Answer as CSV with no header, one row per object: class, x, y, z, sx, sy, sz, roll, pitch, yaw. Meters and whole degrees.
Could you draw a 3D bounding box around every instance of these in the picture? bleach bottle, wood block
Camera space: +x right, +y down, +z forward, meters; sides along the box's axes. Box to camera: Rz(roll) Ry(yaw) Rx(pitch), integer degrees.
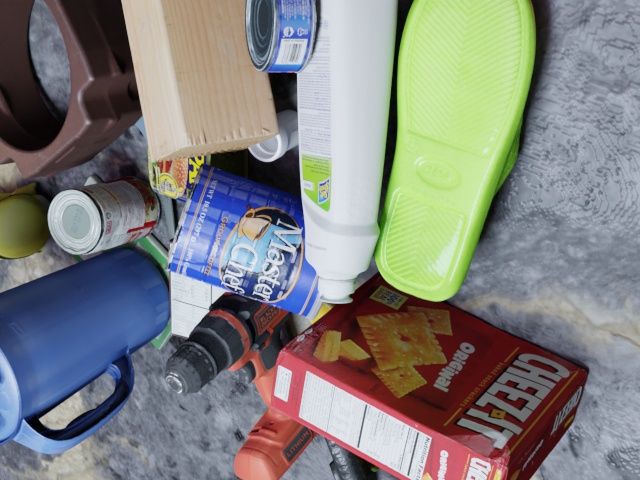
bleach bottle,0.015,-0.076,0.872,0.103,0.068,0.251,-157,68,-66
wood block,-0.109,-0.179,0.911,0.090,0.090,0.206,-11,90,63

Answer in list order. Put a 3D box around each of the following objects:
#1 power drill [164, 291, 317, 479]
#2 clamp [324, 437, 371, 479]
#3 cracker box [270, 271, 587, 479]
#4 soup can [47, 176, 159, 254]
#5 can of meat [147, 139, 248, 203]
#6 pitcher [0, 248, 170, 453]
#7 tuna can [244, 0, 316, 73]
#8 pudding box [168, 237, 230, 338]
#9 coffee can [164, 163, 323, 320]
power drill,-0.067,0.139,1.022,0.057,0.184,0.187,8,124,34
clamp,0.032,0.230,1.038,0.171,0.039,0.120,66,171,-6
cracker box,0.091,0.123,0.899,0.214,0.163,0.072,25,125,26
soup can,-0.220,-0.026,1.090,0.069,0.102,0.068,5,102,25
can of meat,-0.119,-0.083,1.030,0.084,0.057,0.102,20,121,30
pitcher,-0.257,0.102,1.070,0.145,0.242,0.149,0,108,34
tuna can,-0.033,-0.176,0.848,0.086,0.033,0.086,177,90,-70
pudding box,-0.108,0.052,1.086,0.090,0.039,0.113,13,116,21
coffee can,-0.056,0.001,0.957,0.140,0.102,0.103,19,125,-5
